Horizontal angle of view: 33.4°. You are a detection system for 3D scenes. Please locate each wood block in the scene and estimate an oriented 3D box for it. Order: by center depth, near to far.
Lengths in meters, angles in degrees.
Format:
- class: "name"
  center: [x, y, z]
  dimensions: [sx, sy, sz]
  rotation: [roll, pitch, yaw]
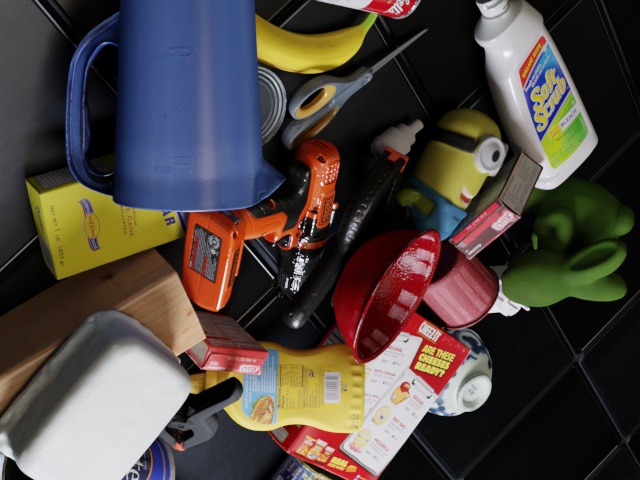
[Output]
- class: "wood block"
  center: [-0.227, 0.096, 1.012]
  dimensions: [0.206, 0.091, 0.090]
  rotation: [-32, 129, -17]

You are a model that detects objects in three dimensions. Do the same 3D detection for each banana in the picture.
- class: "banana"
  center: [-0.032, -0.198, 1.028]
  dimensions: [0.197, 0.037, 0.069]
  rotation: [-1, 97, -36]

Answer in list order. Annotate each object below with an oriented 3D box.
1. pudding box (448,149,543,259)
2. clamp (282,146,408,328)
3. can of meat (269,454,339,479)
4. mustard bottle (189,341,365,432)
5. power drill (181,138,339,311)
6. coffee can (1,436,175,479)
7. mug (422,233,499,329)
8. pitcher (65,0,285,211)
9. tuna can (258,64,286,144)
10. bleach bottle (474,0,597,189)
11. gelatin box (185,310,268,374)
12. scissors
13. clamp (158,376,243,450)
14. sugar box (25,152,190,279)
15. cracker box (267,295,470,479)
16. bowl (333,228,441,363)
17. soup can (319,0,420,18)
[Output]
- class: "pudding box"
  center: [0.200, -0.041, 1.213]
  dimensions: [0.039, 0.113, 0.090]
  rotation: [40, 132, -7]
- class: "clamp"
  center: [0.038, 0.000, 1.147]
  dimensions: [0.210, 0.036, 0.164]
  rotation: [-62, 164, 4]
- class: "can of meat"
  center: [-0.023, 0.313, 1.301]
  dimensions: [0.084, 0.058, 0.102]
  rotation: [-53, 133, -3]
- class: "mustard bottle"
  center: [-0.049, 0.158, 1.157]
  dimensions: [0.191, 0.058, 0.096]
  rotation: [2, 83, -2]
- class: "power drill"
  center: [-0.057, 0.001, 1.071]
  dimensions: [0.187, 0.057, 0.184]
  rotation: [-30, 138, -47]
- class: "coffee can"
  center: [-0.233, 0.235, 1.077]
  dimensions: [0.140, 0.103, 0.103]
  rotation: [23, 100, -41]
- class: "mug"
  center: [0.155, 0.035, 1.259]
  dimensions: [0.081, 0.093, 0.117]
  rotation: [45, 56, -37]
- class: "pitcher"
  center: [-0.123, -0.147, 0.910]
  dimensions: [0.148, 0.145, 0.243]
  rotation: [-9, 104, -43]
- class: "tuna can"
  center: [-0.078, -0.131, 1.030]
  dimensions: [0.086, 0.034, 0.086]
  rotation: [-17, 123, -28]
- class: "bleach bottle"
  center: [0.231, -0.176, 1.206]
  dimensions: [0.102, 0.068, 0.250]
  rotation: [-44, 129, -9]
- class: "gelatin box"
  center: [-0.107, 0.105, 1.102]
  dimensions: [0.073, 0.089, 0.030]
  rotation: [12, 107, -39]
- class: "scissors"
  center: [0.034, -0.169, 1.078]
  dimensions: [0.201, 0.016, 0.096]
  rotation: [-44, 162, -6]
- class: "clamp"
  center: [-0.153, 0.171, 1.104]
  dimensions: [0.120, 0.039, 0.172]
  rotation: [19, 144, -6]
- class: "sugar box"
  center: [-0.179, -0.036, 1.004]
  dimensions: [0.176, 0.048, 0.093]
  rotation: [-20, 124, -24]
- class: "cracker box"
  center: [0.055, 0.173, 1.268]
  dimensions: [0.164, 0.072, 0.214]
  rotation: [34, 92, -42]
- class: "bowl"
  center: [0.062, 0.047, 1.124]
  dimensions: [0.162, 0.055, 0.162]
  rotation: [-46, 154, -30]
- class: "soup can"
  center: [0.041, -0.255, 1.023]
  dimensions: [0.102, 0.069, 0.068]
  rotation: [3, 112, -36]
